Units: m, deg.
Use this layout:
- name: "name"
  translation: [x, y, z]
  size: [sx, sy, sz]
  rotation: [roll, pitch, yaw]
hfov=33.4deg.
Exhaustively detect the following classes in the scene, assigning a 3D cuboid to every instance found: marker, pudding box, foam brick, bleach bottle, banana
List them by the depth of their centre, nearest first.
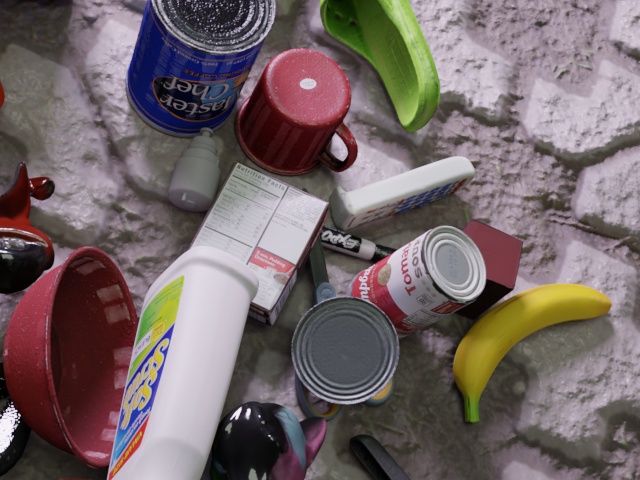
- name: "bleach bottle"
  translation: [-0.107, 0.127, 0.764]
  size: [0.068, 0.103, 0.250]
  rotation: [31, 41, -23]
- name: "pudding box"
  translation: [-0.056, 0.001, 0.892]
  size: [0.090, 0.039, 0.113]
  rotation: [25, 70, 6]
- name: "foam brick"
  translation: [0.135, 0.027, 0.941]
  size: [0.053, 0.078, 0.051]
  rotation: [22, 60, -9]
- name: "marker"
  translation: [0.016, 0.001, 0.945]
  size: [0.121, 0.020, 0.020]
  rotation: [18, 63, -11]
- name: "banana"
  translation: [0.183, 0.082, 0.959]
  size: [0.197, 0.037, 0.069]
  rotation: [-33, 108, -25]

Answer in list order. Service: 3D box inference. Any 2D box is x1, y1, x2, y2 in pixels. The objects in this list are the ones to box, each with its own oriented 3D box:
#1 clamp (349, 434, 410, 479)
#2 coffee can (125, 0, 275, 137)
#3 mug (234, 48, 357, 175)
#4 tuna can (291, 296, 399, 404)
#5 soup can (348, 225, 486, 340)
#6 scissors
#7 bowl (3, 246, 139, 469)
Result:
- name: "clamp"
  translation: [0.082, 0.227, 0.857]
  size: [0.171, 0.039, 0.120]
  rotation: [17, 67, -17]
- name: "coffee can"
  translation: [-0.105, -0.165, 0.908]
  size: [0.102, 0.140, 0.103]
  rotation: [7, 65, -16]
- name: "mug"
  translation: [-0.014, -0.108, 0.947]
  size: [0.117, 0.082, 0.093]
  rotation: [45, 61, 4]
- name: "tuna can"
  translation: [0.020, 0.087, 0.859]
  size: [0.086, 0.034, 0.086]
  rotation: [0, 88, 1]
- name: "soup can"
  translation: [0.080, 0.037, 0.886]
  size: [0.068, 0.102, 0.068]
  rotation: [17, 58, -29]
- name: "scissors"
  translation: [0.021, 0.057, 0.914]
  size: [0.096, 0.016, 0.201]
  rotation: [11, 70, -19]
- name: "bowl"
  translation: [-0.186, 0.087, 0.784]
  size: [0.055, 0.162, 0.162]
  rotation: [-6, 66, 12]
